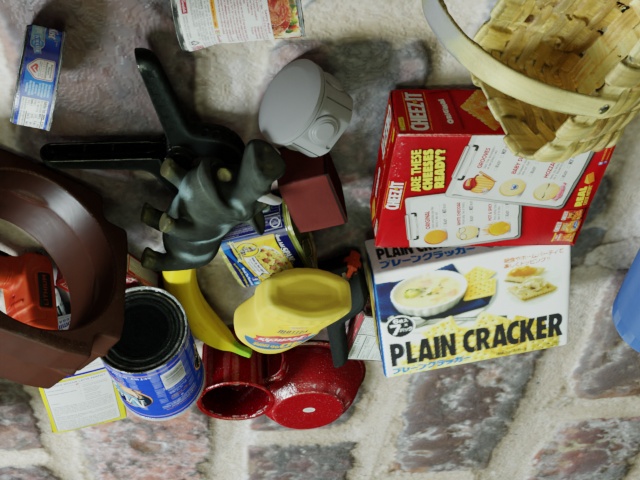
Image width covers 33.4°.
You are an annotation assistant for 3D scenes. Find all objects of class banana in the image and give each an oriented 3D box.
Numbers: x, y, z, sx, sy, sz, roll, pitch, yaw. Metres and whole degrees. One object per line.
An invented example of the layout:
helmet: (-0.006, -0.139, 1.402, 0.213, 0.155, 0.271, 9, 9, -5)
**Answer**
banana: (-0.138, 0.065, 1.194, 0.070, 0.037, 0.197, -5, 138, 20)

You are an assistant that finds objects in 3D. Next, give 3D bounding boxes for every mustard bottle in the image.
mustard bottle: (-0.042, 0.083, 1.160, 0.096, 0.058, 0.192, 1, 162, -20)

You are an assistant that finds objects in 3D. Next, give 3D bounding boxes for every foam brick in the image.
foam brick: (-0.009, -0.054, 1.062, 0.051, 0.053, 0.078, -14, 139, 9)

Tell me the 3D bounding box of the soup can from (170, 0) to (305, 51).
soup can: (-0.067, -0.194, 0.872, 0.102, 0.068, 0.068, -8, 141, 2)

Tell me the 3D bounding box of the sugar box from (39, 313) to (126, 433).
sugar box: (-0.286, 0.155, 1.252, 0.093, 0.048, 0.176, -12, 137, -12)

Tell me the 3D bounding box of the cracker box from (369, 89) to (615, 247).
cracker box: (0.165, -0.070, 1.054, 0.213, 0.072, 0.164, 0, 140, -7)

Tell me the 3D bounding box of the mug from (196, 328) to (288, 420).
mug: (-0.092, 0.155, 1.278, 0.117, 0.081, 0.093, -20, 140, 21)

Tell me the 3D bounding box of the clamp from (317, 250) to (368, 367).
clamp: (0.011, 0.081, 1.229, 0.120, 0.039, 0.172, 27, 133, -19)

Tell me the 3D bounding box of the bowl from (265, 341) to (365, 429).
bowl: (-0.018, 0.195, 1.363, 0.162, 0.055, 0.162, -4, 140, -4)

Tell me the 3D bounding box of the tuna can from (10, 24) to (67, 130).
tuna can: (-0.238, -0.138, 0.901, 0.033, 0.086, 0.086, 10, 138, -17)

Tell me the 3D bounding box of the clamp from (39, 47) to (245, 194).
clamp: (-0.135, -0.094, 1.007, 0.209, 0.036, 0.165, 20, 135, -31)

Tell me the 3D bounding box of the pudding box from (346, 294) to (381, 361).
pudding box: (0.090, 0.108, 1.286, 0.113, 0.039, 0.090, 7, 138, -13)

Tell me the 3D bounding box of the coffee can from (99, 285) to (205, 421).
coffee can: (-0.187, 0.127, 1.179, 0.103, 0.103, 0.140, -6, 150, -1)

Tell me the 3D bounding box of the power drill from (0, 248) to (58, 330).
power drill: (-0.348, 0.052, 1.054, 0.057, 0.184, 0.187, -30, 145, 26)

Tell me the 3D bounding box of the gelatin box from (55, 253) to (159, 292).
gelatin box: (-0.231, 0.043, 1.166, 0.073, 0.030, 0.089, -27, 136, 23)

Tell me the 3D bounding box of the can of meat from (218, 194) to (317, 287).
can of meat: (-0.057, 0.001, 1.120, 0.084, 0.057, 0.102, -14, 141, 11)
